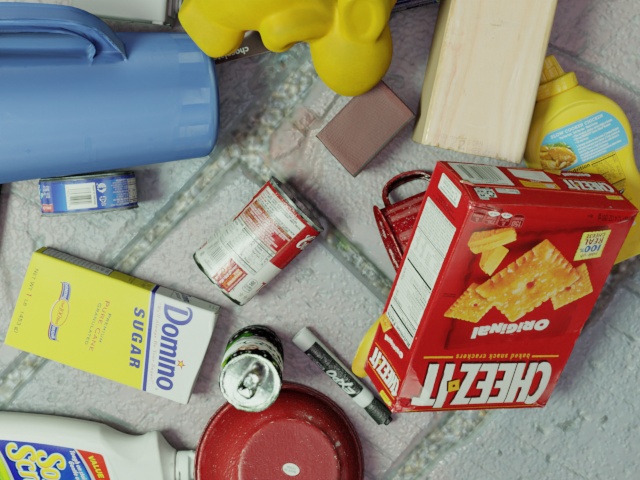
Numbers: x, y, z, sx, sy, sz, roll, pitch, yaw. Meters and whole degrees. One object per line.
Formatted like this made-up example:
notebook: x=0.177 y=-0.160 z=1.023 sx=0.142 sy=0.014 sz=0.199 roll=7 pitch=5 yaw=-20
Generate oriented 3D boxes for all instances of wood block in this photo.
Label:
wood block: x=0.147 y=-0.177 z=0.925 sx=0.090 sy=0.091 sz=0.206 roll=11 pitch=97 yaw=-1

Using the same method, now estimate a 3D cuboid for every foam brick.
foam brick: x=0.039 y=-0.102 z=0.954 sx=0.051 sy=0.053 sz=0.078 roll=44 pitch=94 yaw=-5

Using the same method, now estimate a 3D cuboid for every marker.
marker: x=0.022 y=0.129 z=0.999 sx=0.020 sy=0.020 sz=0.121 roll=-45 pitch=95 yaw=5

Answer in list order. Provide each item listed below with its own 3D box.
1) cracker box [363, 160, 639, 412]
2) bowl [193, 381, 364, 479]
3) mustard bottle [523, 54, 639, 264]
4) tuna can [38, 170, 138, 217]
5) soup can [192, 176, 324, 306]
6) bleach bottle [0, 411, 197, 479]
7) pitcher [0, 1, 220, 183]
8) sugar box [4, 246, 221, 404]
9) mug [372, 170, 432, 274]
cracker box: x=0.148 y=0.045 z=0.898 sx=0.164 sy=0.072 sz=0.214 roll=3 pitch=122 yaw=-25
bowl: x=-0.033 y=0.208 z=0.966 sx=0.162 sy=0.055 sz=0.162 roll=2 pitch=80 yaw=-11
mustard bottle: x=0.234 y=-0.074 z=0.953 sx=0.096 sy=0.058 sz=0.191 roll=-23 pitch=97 yaw=2
tuna can: x=-0.205 y=-0.042 z=0.945 sx=0.086 sy=0.086 sz=0.034 roll=-5 pitch=96 yaw=1
soup can: x=-0.056 y=0.001 z=0.959 sx=0.102 sy=0.068 sz=0.068 roll=-44 pitch=95 yaw=5
bleach bottle: x=-0.239 y=0.203 z=0.989 sx=0.250 sy=0.068 sz=0.102 roll=0 pitch=97 yaw=-2
pitcher: x=-0.210 y=-0.121 z=0.885 sx=0.242 sy=0.149 sz=0.145 roll=-6 pitch=99 yaw=-16
sugar box: x=-0.189 y=0.078 z=0.980 sx=0.176 sy=0.048 sz=0.093 roll=19 pitch=97 yaw=-1
mug: x=0.097 y=-0.013 z=0.954 sx=0.081 sy=0.093 sz=0.117 roll=-23 pitch=60 yaw=-2
